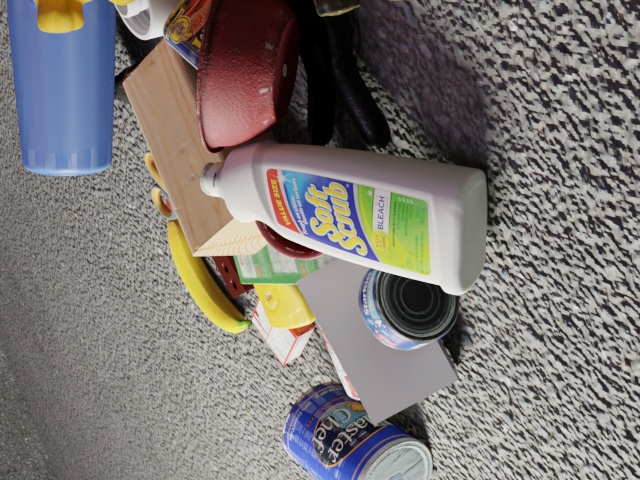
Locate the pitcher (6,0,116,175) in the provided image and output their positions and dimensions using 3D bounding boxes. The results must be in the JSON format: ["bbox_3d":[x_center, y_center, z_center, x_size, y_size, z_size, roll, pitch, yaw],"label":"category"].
[{"bbox_3d":[-0.306,-0.207,1.294,0.145,0.148,0.243,17,111,50],"label":"pitcher"}]

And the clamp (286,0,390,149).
[{"bbox_3d":[0.002,-0.156,0.942,0.120,0.039,0.171,-9,100,58],"label":"clamp"}]

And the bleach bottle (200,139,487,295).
[{"bbox_3d":[0.011,-0.028,0.895,0.251,0.068,0.102,10,117,27],"label":"bleach bottle"}]

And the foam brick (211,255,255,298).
[{"bbox_3d":[-0.093,0.022,1.268,0.078,0.051,0.053,63,155,0],"label":"foam brick"}]

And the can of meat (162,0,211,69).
[{"bbox_3d":[-0.091,-0.203,1.002,0.084,0.102,0.057,44,-173,40],"label":"can of meat"}]

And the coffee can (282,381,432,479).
[{"bbox_3d":[0.039,0.230,1.164,0.140,0.102,0.103,31,140,48],"label":"coffee can"}]

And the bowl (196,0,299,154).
[{"bbox_3d":[-0.055,-0.148,0.896,0.055,0.162,0.162,10,135,9],"label":"bowl"}]

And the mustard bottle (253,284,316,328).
[{"bbox_3d":[-0.058,0.002,1.178,0.096,0.058,0.191,-7,108,61],"label":"mustard bottle"}]

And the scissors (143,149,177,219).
[{"bbox_3d":[-0.148,-0.023,1.238,0.202,0.016,0.096,52,149,21],"label":"scissors"}]

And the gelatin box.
[{"bbox_3d":[-0.046,0.099,1.280,0.073,0.030,0.089,53,153,17],"label":"gelatin box"}]

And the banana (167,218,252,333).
[{"bbox_3d":[-0.151,0.057,1.433,0.198,0.037,0.070,50,134,22],"label":"banana"}]

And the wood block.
[{"bbox_3d":[-0.109,-0.095,1.072,0.090,0.090,0.206,-39,66,35],"label":"wood block"}]

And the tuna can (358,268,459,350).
[{"bbox_3d":[0.079,0.052,0.942,0.086,0.086,0.034,61,153,3],"label":"tuna can"}]
